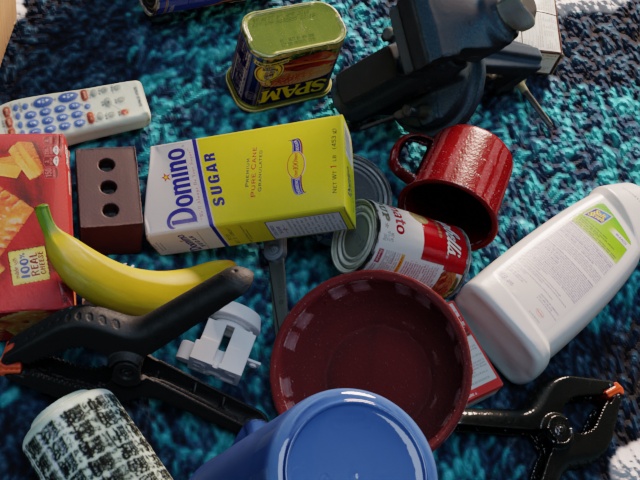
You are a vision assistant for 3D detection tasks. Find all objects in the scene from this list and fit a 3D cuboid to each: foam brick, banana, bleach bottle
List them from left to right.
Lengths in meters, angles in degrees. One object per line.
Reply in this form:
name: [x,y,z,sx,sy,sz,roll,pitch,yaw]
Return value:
foam brick: [-0.181,-0.033,0.906,0.053,0.051,0.078,-4,63,-14]
banana: [-0.140,0.028,0.847,0.197,0.037,0.069,21,72,-43]
bleach bottle: [0.239,0.022,0.969,0.250,0.068,0.102,-32,74,-28]

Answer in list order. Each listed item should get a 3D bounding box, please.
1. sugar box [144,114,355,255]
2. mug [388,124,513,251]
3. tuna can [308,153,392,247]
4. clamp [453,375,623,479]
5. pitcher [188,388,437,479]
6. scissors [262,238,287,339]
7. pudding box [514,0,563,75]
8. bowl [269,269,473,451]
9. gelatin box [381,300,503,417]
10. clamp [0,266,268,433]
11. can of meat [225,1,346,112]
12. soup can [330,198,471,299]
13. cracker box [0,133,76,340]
sugar box: [-0.060,-0.046,0.904,0.176,0.048,0.093,-7,61,11]
mug: [0.116,-0.056,0.965,0.117,0.093,0.081,29,55,-4]
tuna can: [0.020,-0.035,0.964,0.086,0.034,0.086,6,61,-10]
clamp: [0.182,0.157,0.892,0.171,0.039,0.120,-36,89,-32]
pitcher: [-0.013,0.191,0.715,0.149,0.243,0.144,45,62,4]
scissors: [-0.056,0.001,0.932,0.096,0.016,0.202,5,77,22]
pudding box: [0.189,-0.223,1.103,0.113,0.039,0.090,5,62,-8]
bowl: [0.043,0.107,0.861,0.162,0.055,0.162,-3,74,10]
gelatin box: [0.101,0.104,0.911,0.073,0.030,0.089,-22,69,-21]
clamp: [-0.139,0.097,0.823,0.210,0.164,0.036,-6,35,7]
can of meat: [-0.032,-0.173,0.998,0.102,0.084,0.057,-15,67,-21]
soup can: [0.068,0.008,0.913,0.102,0.069,0.068,16,57,-31]
cracker box: [-0.306,-0.002,0.849,0.213,0.072,0.164,-2,63,-14]
